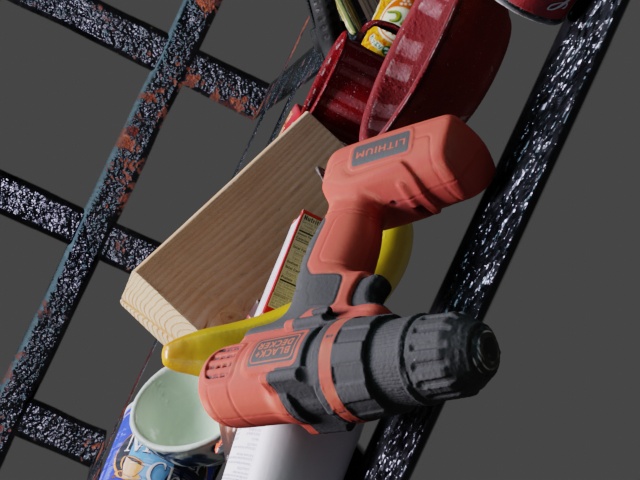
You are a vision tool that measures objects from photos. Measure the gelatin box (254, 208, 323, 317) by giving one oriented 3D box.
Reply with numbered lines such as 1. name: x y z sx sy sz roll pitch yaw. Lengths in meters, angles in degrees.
1. gelatin box: 0.002 0.033 0.747 0.030 0.073 0.089 -47 20 61

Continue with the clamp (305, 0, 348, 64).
1. clamp: 0.012 -0.202 1.093 0.164 0.036 0.210 -109 3 -69

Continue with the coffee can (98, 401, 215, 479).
1. coffee can: -0.158 0.234 1.005 0.103 0.102 0.140 -54 14 47

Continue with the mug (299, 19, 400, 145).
1. mug: 0.042 -0.134 0.933 0.117 0.081 0.093 -64 9 3

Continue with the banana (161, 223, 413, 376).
1. banana: -0.008 0.039 0.697 0.197 0.069 0.037 -38 5 -10

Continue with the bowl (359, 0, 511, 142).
1. bowl: 0.087 -0.127 0.750 0.162 0.055 0.162 -61 10 19

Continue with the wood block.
1. wood block: -0.056 0.001 0.880 0.205 0.091 0.090 -46 -2 -26

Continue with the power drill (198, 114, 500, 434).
1. power drill: 0.033 0.016 0.571 0.185 0.057 0.187 -13 37 41

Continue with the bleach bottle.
1. bleach bottle: -0.047 0.203 0.619 0.103 0.068 0.250 144 148 -71

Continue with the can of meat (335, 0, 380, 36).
1. can of meat: 0.061 -0.260 1.125 0.084 0.057 0.102 -27 14 1
